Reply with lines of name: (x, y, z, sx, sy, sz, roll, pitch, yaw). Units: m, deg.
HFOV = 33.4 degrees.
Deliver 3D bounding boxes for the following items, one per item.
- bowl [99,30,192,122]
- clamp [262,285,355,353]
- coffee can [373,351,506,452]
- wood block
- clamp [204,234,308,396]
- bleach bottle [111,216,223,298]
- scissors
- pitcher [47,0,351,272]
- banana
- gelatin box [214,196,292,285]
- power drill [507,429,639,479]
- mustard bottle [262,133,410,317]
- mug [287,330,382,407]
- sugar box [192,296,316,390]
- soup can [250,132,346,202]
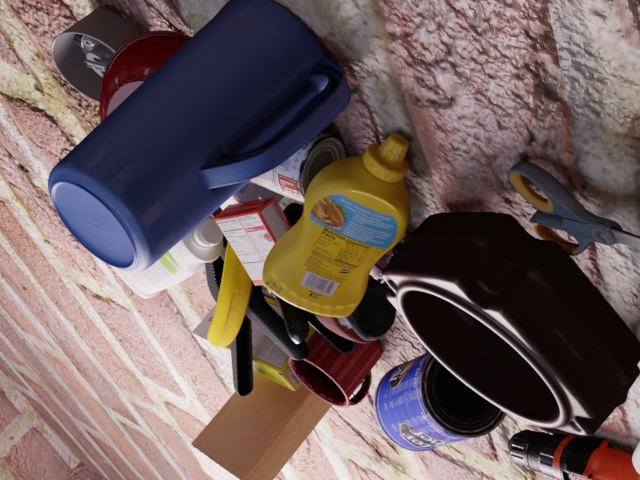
bowl: (-0.156, -0.119, 1.038, 0.162, 0.055, 0.162, 8, 115, 18)
clamp: (-0.026, 0.066, 1.237, 0.120, 0.039, 0.171, 35, -161, -51)
coffee can: (0.129, 0.170, 1.155, 0.103, 0.102, 0.140, 42, 156, -2)
wood block: (-0.067, 0.236, 1.428, 0.091, 0.206, 0.090, 29, 154, 26)
clamp: (-0.088, 0.075, 1.290, 0.165, 0.036, 0.210, -27, 79, 52)
bleach bottle: (-0.180, 0.011, 1.306, 0.102, 0.068, 0.251, 48, 152, -16)
scissors: (0.194, -0.021, 0.778, 0.096, 0.016, 0.202, 52, 169, -8)
pitcher: (-0.098, -0.086, 0.881, 0.145, 0.242, 0.149, 43, 149, 0)
banana: (-0.103, 0.064, 1.241, 0.037, 0.069, 0.198, 8, 125, -10)
gelatin box: (-0.057, 0.001, 1.085, 0.073, 0.030, 0.089, -8, 118, 48)
power drill: (0.303, 0.282, 1.143, 0.185, 0.057, 0.187, 9, 141, 50)
mustard bottle: (0.027, -0.018, 0.964, 0.096, 0.058, 0.192, 23, 125, -12)
mug: (0.027, 0.150, 1.296, 0.093, 0.081, 0.117, 8, 140, 51)
sugar box: (-0.075, 0.123, 1.389, 0.177, 0.093, 0.048, 17, 149, 44)
soup can: (-0.035, -0.080, 1.011, 0.102, 0.068, 0.068, 23, 150, 34)
